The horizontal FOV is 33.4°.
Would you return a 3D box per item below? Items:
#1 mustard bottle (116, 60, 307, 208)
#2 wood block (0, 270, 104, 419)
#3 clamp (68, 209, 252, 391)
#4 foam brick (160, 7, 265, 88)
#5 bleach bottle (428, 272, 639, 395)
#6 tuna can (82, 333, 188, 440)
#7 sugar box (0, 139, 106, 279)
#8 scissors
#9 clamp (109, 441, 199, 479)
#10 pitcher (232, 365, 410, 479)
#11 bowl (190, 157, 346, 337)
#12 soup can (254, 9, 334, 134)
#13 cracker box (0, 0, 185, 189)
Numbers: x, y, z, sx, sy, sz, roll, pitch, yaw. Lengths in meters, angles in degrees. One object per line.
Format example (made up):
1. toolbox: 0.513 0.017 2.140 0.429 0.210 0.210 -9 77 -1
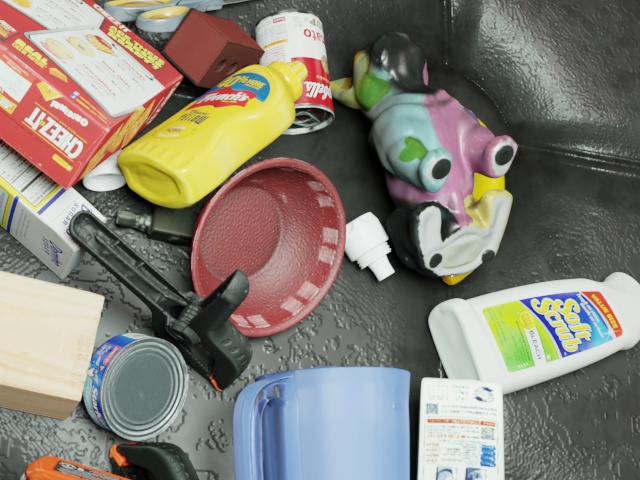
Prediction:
1. mustard bottle: -0.079 -0.103 0.929 0.191 0.096 0.058 -41 125 -31
2. wood block: -0.287 0.071 0.841 0.206 0.091 0.090 15 67 -15
3. clamp: -0.098 0.063 0.859 0.165 0.210 0.036 17 60 33
4. foam brick: -0.098 -0.174 0.985 0.051 0.053 0.078 43 18 16
5. bleach bottle: 0.234 0.078 1.050 0.250 0.068 0.102 -15 79 -26
6. tuna can: -0.154 0.120 0.884 0.085 0.034 0.086 -7 100 -43
7. sugar box: -0.261 -0.050 0.889 0.176 0.093 0.048 40 64 -5
8. scissors: -0.104 -0.222 1.018 0.201 0.096 0.016 -10 120 -22
9. clamp: -0.114 0.225 0.843 0.039 0.172 0.120 15 99 -47
10. pitcher: 0.006 0.225 0.878 0.149 0.145 0.243 -1 75 -2
11. bowl: -0.056 0.001 0.946 0.161 0.055 0.162 -13 112 -34
12. soup can: -0.026 -0.161 1.026 0.068 0.069 0.102 -1 73 -21
13. cracker box: -0.220 -0.143 0.883 0.164 0.072 0.213 38 21 -6
